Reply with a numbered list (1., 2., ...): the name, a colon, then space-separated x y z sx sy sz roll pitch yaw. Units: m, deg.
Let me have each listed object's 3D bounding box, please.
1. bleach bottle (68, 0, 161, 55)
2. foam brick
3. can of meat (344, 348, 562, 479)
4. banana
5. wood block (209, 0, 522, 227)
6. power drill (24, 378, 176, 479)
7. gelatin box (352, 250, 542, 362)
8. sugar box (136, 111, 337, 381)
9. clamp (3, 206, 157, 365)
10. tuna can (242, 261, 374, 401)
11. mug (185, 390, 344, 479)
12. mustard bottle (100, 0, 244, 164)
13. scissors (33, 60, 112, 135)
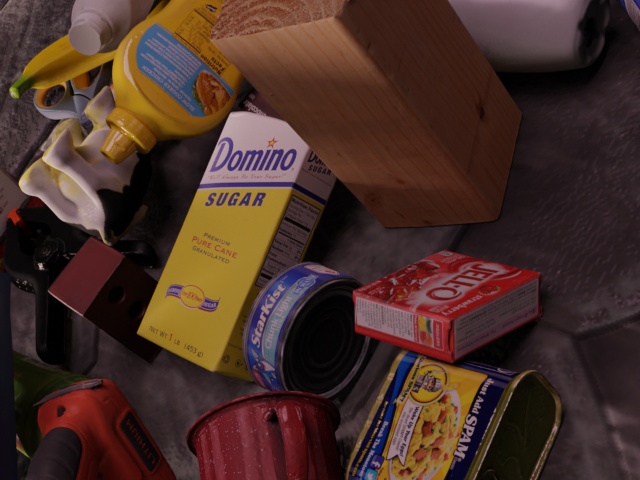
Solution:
1. bleach bottle: -0.151 -0.242 0.927 0.103 0.068 0.250 -54 9 42
2. foam brick: -0.147 0.043 0.781 0.051 0.078 0.053 25 76 46
3. can of meat: 0.071 0.113 0.584 0.084 0.057 0.102 10 66 43
4. banana: -0.195 -0.182 0.992 0.198 0.037 0.070 -25 40 0
5. wood block: 0.037 -0.099 0.654 0.090 0.205 0.090 -3 58 35
6. power drill: -0.136 0.185 0.624 0.057 0.184 0.187 -20 25 13
7. gelatin box: 0.075 0.035 0.621 0.089 0.030 0.073 -21 25 -41
8. sugar box: -0.055 0.001 0.741 0.093 0.048 0.176 17 86 43
9. clamp: -0.218 0.027 0.872 0.172 0.039 0.120 24 67 43
10. tuna can: -0.005 0.058 0.659 0.034 0.086 0.086 21 73 42
11. mug: -0.024 0.137 0.603 0.093 0.117 0.081 0 52 -17
12. mustard bottle: -0.102 -0.136 0.818 0.191 0.096 0.058 -53 15 -14
13. scissors: -0.230 -0.109 0.994 0.096 0.016 0.202 -24 47 18
